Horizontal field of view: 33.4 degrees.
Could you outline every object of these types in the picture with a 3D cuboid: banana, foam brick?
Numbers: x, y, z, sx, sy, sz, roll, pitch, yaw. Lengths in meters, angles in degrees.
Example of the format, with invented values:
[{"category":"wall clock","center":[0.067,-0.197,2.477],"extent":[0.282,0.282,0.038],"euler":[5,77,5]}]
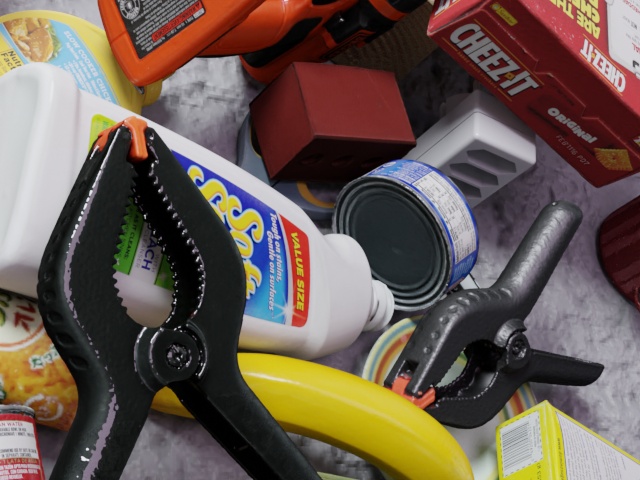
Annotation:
[{"category":"banana","center":[0.005,0.098,0.542],"extent":[0.197,0.070,0.037],"euler":[28,17,-9]},{"category":"foam brick","center":[0.007,-0.069,0.633],"extent":[0.078,0.053,0.051],"euler":[-1,67,-35]}]

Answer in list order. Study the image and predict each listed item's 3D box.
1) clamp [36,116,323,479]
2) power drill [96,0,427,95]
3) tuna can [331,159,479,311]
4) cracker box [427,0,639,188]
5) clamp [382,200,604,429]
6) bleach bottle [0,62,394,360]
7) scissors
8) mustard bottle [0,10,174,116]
[{"category":"clamp","center":[-0.074,0.056,0.438],"extent":[0.164,0.036,0.210],"euler":[-15,90,-40]},{"category":"power drill","center":[-0.010,-0.135,0.570],"extent":[0.187,0.185,0.057],"euler":[-15,79,-55]},{"category":"tuna can","center":[0.050,-0.004,0.626],"extent":[0.033,0.086,0.086],"euler":[-32,85,-41]},{"category":"cracker box","center":[0.159,-0.165,0.680],"extent":[0.164,0.072,0.213],"euler":[36,50,-25]},{"category":"clamp","center":[0.104,0.047,0.614],"extent":[0.171,0.039,0.120],"euler":[-16,101,-39]},{"category":"bleach bottle","center":[-0.054,0.001,0.546],"extent":[0.250,0.068,0.102],"euler":[19,73,-42]},{"category":"scissors","center":[-0.036,-0.012,0.621],"extent":[0.096,0.016,0.201],"euler":[37,52,-12]},{"category":"mustard bottle","center":[-0.151,-0.068,0.548],"extent":[0.191,0.058,0.096],"euler":[-29,85,-39]}]
